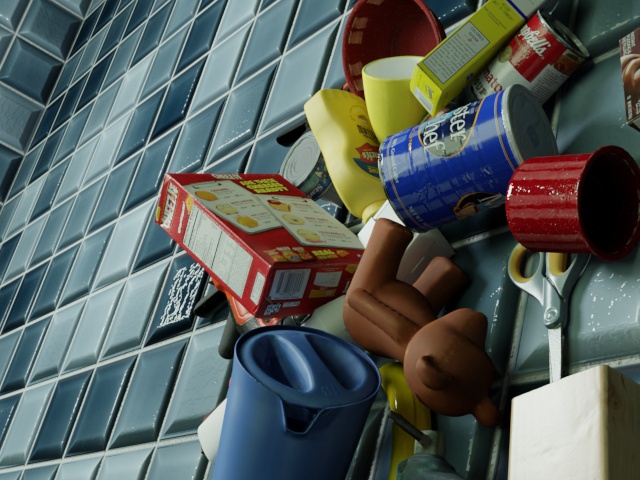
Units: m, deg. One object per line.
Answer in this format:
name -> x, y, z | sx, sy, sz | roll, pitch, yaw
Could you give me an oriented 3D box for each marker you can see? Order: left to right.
marker -> 0.030, -0.011, 1.271 | 0.121, 0.020, 0.020 | -19, 48, 53

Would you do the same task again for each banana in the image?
banana -> 0.077, 0.179, 0.986 | 0.198, 0.037, 0.070 | -93, 23, -49

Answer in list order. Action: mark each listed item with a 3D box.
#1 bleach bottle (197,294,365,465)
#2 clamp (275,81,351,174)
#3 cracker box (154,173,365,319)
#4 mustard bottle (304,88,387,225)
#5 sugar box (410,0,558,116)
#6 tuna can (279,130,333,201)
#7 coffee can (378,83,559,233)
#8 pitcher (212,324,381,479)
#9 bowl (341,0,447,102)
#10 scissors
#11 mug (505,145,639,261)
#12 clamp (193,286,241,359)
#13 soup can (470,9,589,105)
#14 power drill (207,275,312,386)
bleach bottle -> -0.014, 0.146, 1.125 | 0.251, 0.102, 0.068 | -47, 41, 13
clamp -> -0.006, -0.148, 1.447 | 0.172, 0.039, 0.120 | -40, 34, 35
cracker box -> -0.058, 0.001, 1.169 | 0.214, 0.163, 0.072 | 39, 120, 41
mustard bottle -> 0.047, -0.082, 1.213 | 0.058, 0.096, 0.192 | -39, 53, 28
sugar box -> 0.171, -0.208, 1.092 | 0.176, 0.048, 0.093 | -39, -7, -5
tuna can -> -0.012, -0.090, 1.289 | 0.086, 0.033, 0.086 | -39, 35, 34
coffee can -> 0.141, -0.075, 1.010 | 0.141, 0.102, 0.102 | -20, 45, 32
pitcher -> -0.036, 0.205, 0.995 | 0.145, 0.148, 0.243 | 34, 120, 37
bowl -> 0.100, -0.221, 1.267 | 0.162, 0.055, 0.162 | 16, 112, 44
scissors -> 0.188, 0.063, 0.920 | 0.096, 0.016, 0.201 | -15, 50, 52
mug -> 0.216, -0.036, 0.888 | 0.117, 0.093, 0.082 | -34, 21, -34
clamp -> -0.093, 0.051, 1.405 | 0.210, 0.036, 0.165 | -55, 27, 11
soup can -> 0.207, -0.169, 1.062 | 0.102, 0.068, 0.068 | -47, 29, 26
power drill -> -0.063, 0.074, 1.259 | 0.185, 0.057, 0.188 | -48, 43, 32
